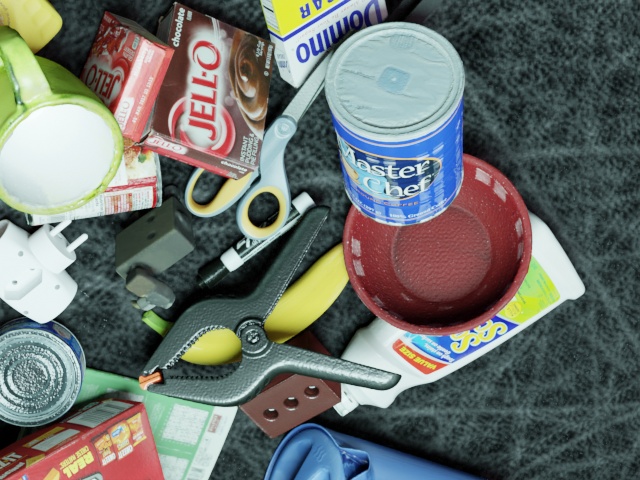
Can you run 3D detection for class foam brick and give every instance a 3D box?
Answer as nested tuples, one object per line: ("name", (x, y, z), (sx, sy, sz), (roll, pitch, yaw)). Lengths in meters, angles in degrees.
("foam brick", (-0.027, 0.127, 0.944), (0.078, 0.051, 0.053), (-31, 120, 17))

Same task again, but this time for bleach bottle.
("bleach bottle", (0.116, 0.081, 0.986), (0.251, 0.068, 0.102), (-37, 117, -1))

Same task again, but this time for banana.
("banana", (-0.051, 0.064, 0.930), (0.197, 0.037, 0.069), (-20, 116, -12))

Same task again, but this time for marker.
("marker", (-0.056, 0.001, 0.914), (0.121, 0.020, 0.020), (-37, 119, -3))

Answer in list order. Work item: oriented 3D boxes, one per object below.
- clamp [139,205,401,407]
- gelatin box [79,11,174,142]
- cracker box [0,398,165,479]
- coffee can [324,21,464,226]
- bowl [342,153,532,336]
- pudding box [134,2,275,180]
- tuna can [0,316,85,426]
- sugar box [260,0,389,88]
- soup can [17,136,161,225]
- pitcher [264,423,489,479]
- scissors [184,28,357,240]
("clamp", (-0.046, 0.087, 0.887), (0.210, 0.036, 0.164), (-29, 82, -3))
("gelatin box", (-0.148, -0.122, 0.790), (0.030, 0.089, 0.073), (16, 105, -35))
("cracker box", (-0.196, 0.256, 0.859), (0.163, 0.072, 0.214), (-27, 110, -47))
("coffee can", (0.061, -0.088, 0.839), (0.102, 0.103, 0.140), (-30, 154, -7))
("bowl", (0.103, 0.006, 0.927), (0.162, 0.055, 0.162), (-2, 78, 11))
("pudding box", (-0.087, -0.112, 0.814), (0.089, 0.039, 0.113), (18, 66, -29))
("tuna can", (-0.236, 0.107, 0.869), (0.086, 0.034, 0.086), (-2, 102, -8))
("sugar box", (-0.006, -0.217, 0.831), (0.093, 0.048, 0.176), (-23, 116, -11))
("soup can", (-0.179, -0.052, 0.819), (0.102, 0.069, 0.068), (-10, 114, -16))
("pitcher", (0.067, 0.267, 1.015), (0.242, 0.149, 0.145), (20, 88, -29))
("scissors", (-0.022, -0.074, 0.862), (0.202, 0.016, 0.096), (-36, 111, 17))
